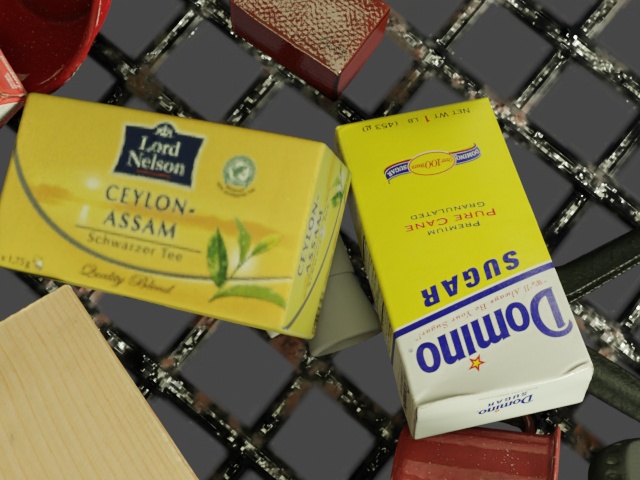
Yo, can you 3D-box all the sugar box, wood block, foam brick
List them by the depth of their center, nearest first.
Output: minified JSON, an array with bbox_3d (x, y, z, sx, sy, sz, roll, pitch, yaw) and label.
[{"bbox_3d":[-0.102,0.137,0.512,0.090,0.090,0.206,-32,63,-17],"label":"wood block"},{"bbox_3d":[0.071,0.009,0.569,0.093,0.048,0.176,-12,57,-5],"label":"sugar box"},{"bbox_3d":[-0.007,-0.128,0.615,0.078,0.051,0.053,36,82,3],"label":"foam brick"}]

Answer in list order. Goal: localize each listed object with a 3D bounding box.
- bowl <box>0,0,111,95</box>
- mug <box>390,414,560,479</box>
[{"bbox_3d":[-0.167,-0.159,0.586,0.162,0.055,0.162,12,114,27],"label":"bowl"},{"bbox_3d":[0.082,0.130,0.564,0.081,0.093,0.117,5,43,13],"label":"mug"}]
